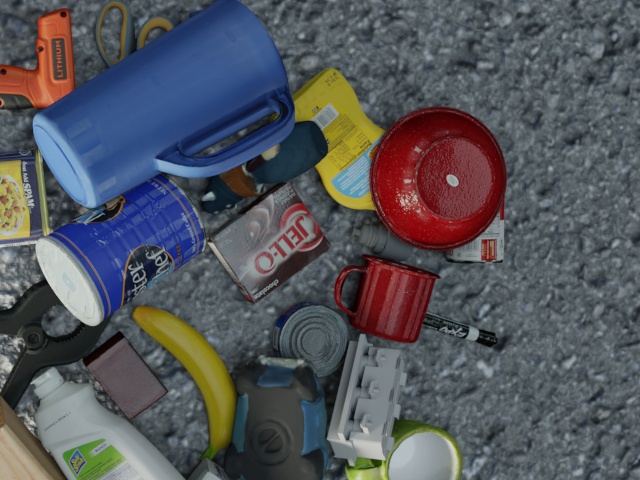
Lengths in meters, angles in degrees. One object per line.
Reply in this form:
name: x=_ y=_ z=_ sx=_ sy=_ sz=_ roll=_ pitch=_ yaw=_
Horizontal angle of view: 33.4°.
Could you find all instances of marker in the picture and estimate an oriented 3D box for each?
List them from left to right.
marker: x=0.156 y=0.103 z=1.265 sx=0.121 sy=0.020 sz=0.020 roll=18 pitch=88 yaw=-17

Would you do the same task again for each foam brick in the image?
foam brick: x=-0.209 y=0.144 z=1.141 sx=0.051 sy=0.053 sz=0.078 roll=-39 pitch=102 yaw=-11

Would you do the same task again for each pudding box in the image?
pudding box: x=-0.058 y=0.001 z=1.184 sx=0.113 sy=0.039 sz=0.090 roll=-36 pitch=103 yaw=-12

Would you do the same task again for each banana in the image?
banana: x=-0.136 y=0.150 z=1.171 sx=0.069 sy=0.037 sz=0.198 roll=-26 pitch=100 yaw=-14

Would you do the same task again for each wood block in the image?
wood block: x=-0.297 y=0.272 z=1.086 sx=0.090 sy=0.091 sz=0.206 roll=-37 pitch=112 yaw=-10

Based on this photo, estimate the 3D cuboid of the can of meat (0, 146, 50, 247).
can of meat: x=-0.323 y=-0.042 z=1.094 sx=0.083 sy=0.057 sz=0.102 roll=-7 pitch=95 yaw=-14

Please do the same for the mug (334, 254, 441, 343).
mug: x=0.070 y=0.064 z=1.200 sx=0.117 sy=0.093 sz=0.081 roll=14 pitch=94 yaw=-23

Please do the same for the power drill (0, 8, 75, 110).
power drill: x=-0.346 y=-0.193 z=1.079 sx=0.187 sy=0.057 sz=0.184 roll=-5 pitch=99 yaw=-14

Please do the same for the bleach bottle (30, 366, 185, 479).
bleach bottle: x=-0.207 y=0.235 z=1.105 sx=0.102 sy=0.068 sz=0.251 roll=-35 pitch=94 yaw=5

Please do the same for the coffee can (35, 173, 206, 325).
coffee can: x=-0.202 y=0.007 z=1.089 sx=0.140 sy=0.103 sz=0.103 roll=-36 pitch=103 yaw=-30

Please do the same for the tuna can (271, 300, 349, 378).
tuna can: x=-0.011 y=0.112 z=1.208 sx=0.086 sy=0.034 sz=0.086 roll=-1 pitch=93 yaw=-17

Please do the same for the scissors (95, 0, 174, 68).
scissors: x=-0.195 y=-0.157 z=1.146 sx=0.096 sy=0.016 sz=0.202 roll=-8 pitch=96 yaw=-16

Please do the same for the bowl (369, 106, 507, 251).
bowl: x=0.137 y=-0.067 z=1.162 sx=0.162 sy=0.055 sz=0.162 roll=-1 pitch=94 yaw=-12

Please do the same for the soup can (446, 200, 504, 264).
soup can: x=0.180 y=-0.026 z=1.239 sx=0.068 sy=0.069 sz=0.102 roll=-1 pitch=94 yaw=-17

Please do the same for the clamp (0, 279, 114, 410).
clamp: x=-0.310 y=0.093 z=1.113 sx=0.210 sy=0.036 sz=0.164 roll=-34 pitch=109 yaw=-12

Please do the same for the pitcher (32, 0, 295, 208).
pitcher: x=-0.154 y=-0.129 z=1.074 sx=0.242 sy=0.149 sz=0.145 roll=-34 pitch=111 yaw=-21

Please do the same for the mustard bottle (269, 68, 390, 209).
mustard bottle: x=0.038 y=-0.093 z=1.196 sx=0.096 sy=0.058 sz=0.191 roll=-42 pitch=104 yaw=-1
